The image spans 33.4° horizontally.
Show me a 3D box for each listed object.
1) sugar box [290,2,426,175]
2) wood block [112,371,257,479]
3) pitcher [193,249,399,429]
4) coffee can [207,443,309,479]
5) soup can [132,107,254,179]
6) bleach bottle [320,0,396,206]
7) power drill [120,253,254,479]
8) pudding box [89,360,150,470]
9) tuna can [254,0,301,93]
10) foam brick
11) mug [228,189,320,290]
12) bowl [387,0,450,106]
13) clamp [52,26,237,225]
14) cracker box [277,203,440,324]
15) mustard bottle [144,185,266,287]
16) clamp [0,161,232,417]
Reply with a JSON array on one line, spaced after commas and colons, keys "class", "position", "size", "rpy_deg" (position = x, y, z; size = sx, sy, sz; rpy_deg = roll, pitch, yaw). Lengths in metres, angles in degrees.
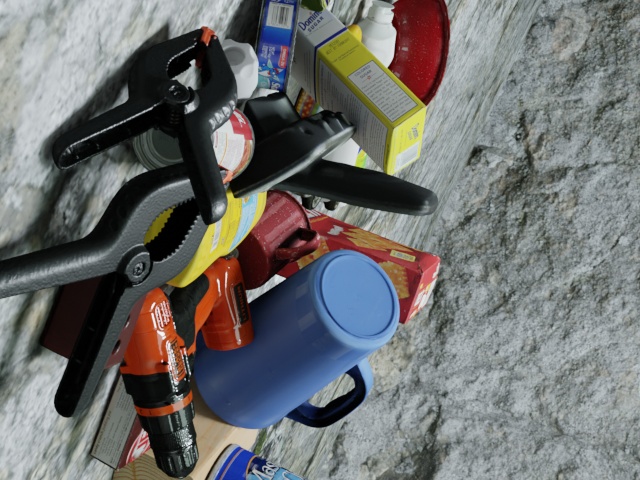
[{"class": "sugar box", "position": [0.026, -0.150, 1.017], "size": [0.048, 0.176, 0.093], "rpy_deg": [-33, 159, -15]}, {"class": "wood block", "position": [-0.144, 0.229, 1.209], "size": [0.205, 0.090, 0.091], "rpy_deg": [-45, 155, -60]}, {"class": "pitcher", "position": [-0.017, 0.111, 1.135], "size": [0.243, 0.149, 0.145], "rpy_deg": [-38, -122, 48]}, {"class": "coffee can", "position": [-0.054, 0.298, 1.167], "size": [0.102, 0.140, 0.103], "rpy_deg": [-61, 166, -26]}, {"class": "soup can", "position": [-0.100, -0.080, 0.851], "size": [0.068, 0.068, 0.102], "rpy_deg": [-68, 168, 8]}, {"class": "bleach bottle", "position": [0.043, -0.174, 1.336], "size": [0.102, 0.068, 0.251], "rpy_deg": [-50, 158, -61]}, {"class": "power drill", "position": [-0.122, 0.105, 1.005], "size": [0.187, 0.057, 0.184], "rpy_deg": [-51, 135, -64]}, {"class": "pudding box", "position": [-0.176, 0.161, 1.055], "size": [0.113, 0.039, 0.090], "rpy_deg": [-70, 167, 13]}, {"class": "tuna can", "position": [-0.040, -0.176, 0.951], "size": [0.086, 0.033, 0.086], "rpy_deg": [-172, -89, -86]}, {"class": "foam brick", "position": [-0.172, 0.053, 0.827], "size": [0.053, 0.051, 0.078], "rpy_deg": [-14, 126, -76]}, {"class": "mug", "position": [-0.057, 0.001, 1.103], "size": [0.081, 0.117, 0.093], "rpy_deg": [-43, 134, -52]}, {"class": "bowl", "position": [0.107, -0.249, 1.379], "size": [0.162, 0.055, 0.162], "rpy_deg": [-178, -90, -69]}, {"class": "clamp", "position": [-0.096, -0.084, 0.751], "size": [0.171, 0.120, 0.039], "rpy_deg": [-61, -176, -38]}, {"class": "cracker box", "position": [0.025, 0.019, 1.247], "size": [0.164, 0.214, 0.072], "rpy_deg": [-17, 128, -75]}, {"class": "mustard bottle", "position": [-0.096, -0.030, 0.992], "size": [0.191, 0.058, 0.096], "rpy_deg": [-41, 144, -65]}, {"class": "clamp", "position": [-0.145, 0.011, 0.743], "size": [0.210, 0.036, 0.164], "rpy_deg": [-50, 148, -15]}]
